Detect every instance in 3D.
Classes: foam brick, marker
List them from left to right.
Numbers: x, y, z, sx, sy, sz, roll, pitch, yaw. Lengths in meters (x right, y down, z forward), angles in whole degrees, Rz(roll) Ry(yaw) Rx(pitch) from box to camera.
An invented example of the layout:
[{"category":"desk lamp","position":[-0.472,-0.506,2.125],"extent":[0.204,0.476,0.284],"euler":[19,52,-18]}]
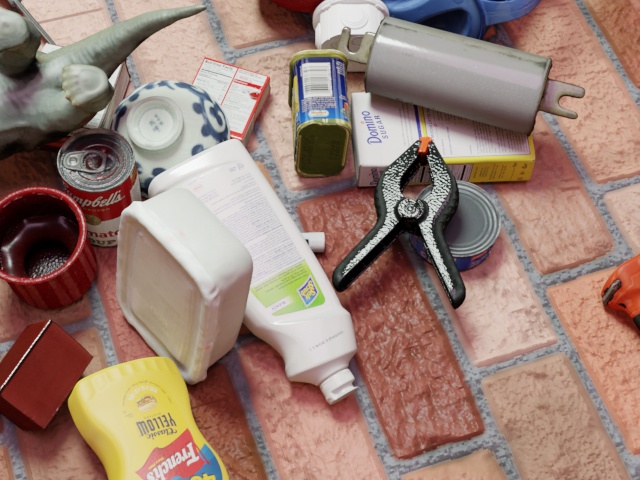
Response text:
[{"category":"foam brick","position":[-0.241,0.114,0.904],"extent":[0.051,0.053,0.078],"euler":[43,60,-23]},{"category":"marker","position":[-0.057,0.001,1.011],"extent":[0.121,0.020,0.020],"euler":[0,60,-4]}]

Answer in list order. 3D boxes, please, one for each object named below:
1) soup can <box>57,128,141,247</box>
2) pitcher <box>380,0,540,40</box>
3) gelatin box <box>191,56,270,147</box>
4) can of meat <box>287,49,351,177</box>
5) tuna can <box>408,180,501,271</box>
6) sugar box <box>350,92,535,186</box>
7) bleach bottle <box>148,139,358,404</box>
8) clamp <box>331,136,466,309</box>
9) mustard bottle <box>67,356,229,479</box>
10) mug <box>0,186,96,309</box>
[{"category":"soup can","position":[-0.200,-0.047,0.980],"extent":[0.068,0.102,0.068],"euler":[2,60,-3]},{"category":"pitcher","position":[0.180,-0.311,1.144],"extent":[0.149,0.145,0.242],"euler":[41,61,-2]},{"category":"gelatin box","position":[-0.098,-0.137,1.082],"extent":[0.073,0.030,0.089],"euler":[17,61,7]},{"category":"can of meat","position":[-0.001,-0.121,1.039],"extent":[0.057,0.102,0.084],"euler":[-1,62,-4]},{"category":"tuna can","position":[0.128,-0.014,1.024],"extent":[0.086,0.034,0.086],"euler":[2,60,-3]},{"category":"sugar box","position":[0.120,-0.104,1.069],"extent":[0.176,0.048,0.093],"euler":[-3,59,-2]},{"category":"bleach bottle","position":[-0.051,0.036,0.955],"extent":[0.102,0.068,0.251],"euler":[-29,76,-13]},{"category":"clamp","position":[0.074,-0.017,0.983],"extent":[0.120,0.039,0.171],"euler":[3,61,4]},{"category":"mustard bottle","position":[-0.128,0.191,0.871],"extent":[0.096,0.058,0.192],"euler":[-11,60,-37]},{"category":"mug","position":[-0.257,0.005,0.954],"extent":[0.117,0.081,0.093],"euler":[31,69,14]}]
